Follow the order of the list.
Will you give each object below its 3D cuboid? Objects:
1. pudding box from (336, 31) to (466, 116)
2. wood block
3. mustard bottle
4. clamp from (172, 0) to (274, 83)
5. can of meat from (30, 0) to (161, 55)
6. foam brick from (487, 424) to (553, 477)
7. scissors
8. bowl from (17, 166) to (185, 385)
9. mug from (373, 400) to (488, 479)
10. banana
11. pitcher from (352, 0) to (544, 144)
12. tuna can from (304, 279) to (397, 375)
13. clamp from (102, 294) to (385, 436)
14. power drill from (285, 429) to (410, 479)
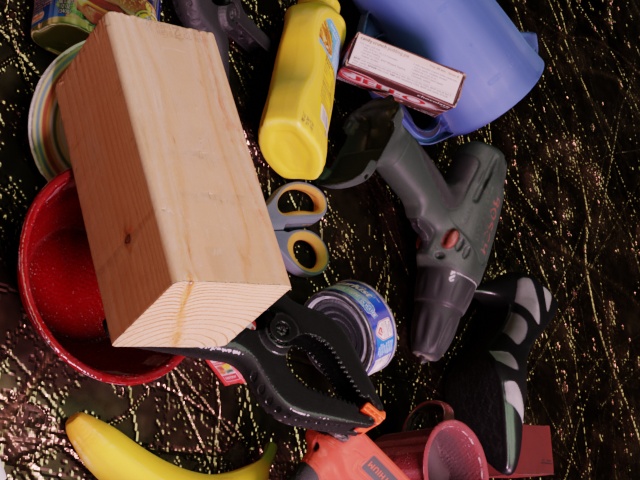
[{"bbox_3d":[0.074,-0.157,1.022,0.113,0.090,0.039,19,90,-5],"label":"pudding box"},{"bbox_3d":[-0.105,-0.040,0.720,0.090,0.091,0.206,4,57,-39],"label":"wood block"},{"bbox_3d":[-0.012,-0.158,0.977,0.096,0.058,0.191,68,28,-58],"label":"mustard bottle"},{"bbox_3d":[-0.083,-0.192,0.905,0.120,0.039,0.171,-64,151,-49],"label":"clamp"},{"bbox_3d":[-0.172,-0.182,0.827,0.101,0.058,0.084,20,65,-42],"label":"can of meat"},{"bbox_3d":[0.195,0.216,1.093,0.078,0.051,0.053,14,68,-44],"label":"foam brick"},{"bbox_3d":[-0.056,0.001,0.920,0.201,0.016,0.096,-22,94,-48],"label":"scissors"},{"bbox_3d":[-0.159,0.027,0.770,0.161,0.055,0.162,18,64,-43],"label":"bowl"},{"bbox_3d":[0.093,0.201,0.964,0.093,0.082,0.117,29,57,-38],"label":"mug"},{"bbox_3d":[-0.106,0.176,0.796,0.197,0.037,0.069,21,44,-43],"label":"banana"},{"bbox_3d":[0.105,-0.228,1.100,0.242,0.145,0.149,50,34,-19],"label":"pitcher"},{"bbox_3d":[0.023,0.079,0.927,0.033,0.086,0.086,-19,92,-47],"label":"tuna can"},{"bbox_3d":[-0.036,0.062,0.785,0.210,0.036,0.164,35,50,-10],"label":"clamp"},{"bbox_3d":[-0.005,0.244,0.822,0.187,0.057,0.184,-53,127,-19],"label":"power drill"}]
